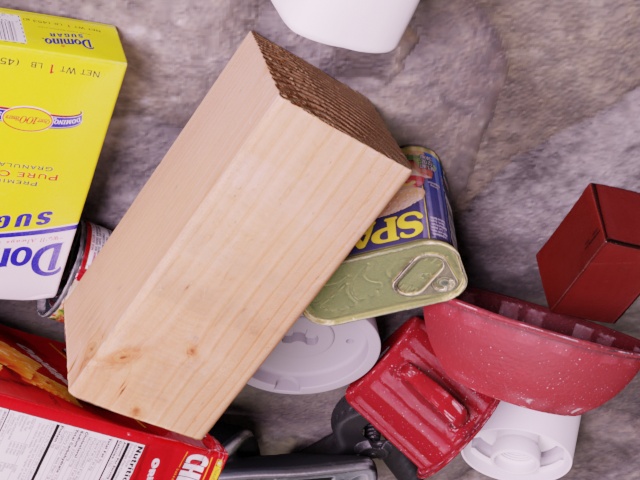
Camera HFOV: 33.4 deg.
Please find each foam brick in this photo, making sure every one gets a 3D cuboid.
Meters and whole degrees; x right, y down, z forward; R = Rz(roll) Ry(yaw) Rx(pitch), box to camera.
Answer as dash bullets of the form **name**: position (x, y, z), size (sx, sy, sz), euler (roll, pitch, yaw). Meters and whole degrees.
- **foam brick**: position (0.186, 0.010, 0.702), size (0.051, 0.053, 0.078), euler (11, 138, -15)

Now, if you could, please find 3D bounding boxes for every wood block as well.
- **wood block**: position (-0.053, 0.001, 0.602), size (0.090, 0.091, 0.206), euler (26, 112, -29)

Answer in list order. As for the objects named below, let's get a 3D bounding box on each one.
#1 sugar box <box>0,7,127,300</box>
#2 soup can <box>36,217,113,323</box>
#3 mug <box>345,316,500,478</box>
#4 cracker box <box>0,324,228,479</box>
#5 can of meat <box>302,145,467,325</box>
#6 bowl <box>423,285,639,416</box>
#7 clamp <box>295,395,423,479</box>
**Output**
- **sugar box**: position (-0.176, -0.042, 0.595), size (0.093, 0.048, 0.176), euler (4, 128, -27)
- **soup can**: position (-0.125, 0.033, 0.702), size (0.102, 0.068, 0.069), euler (22, 134, -27)
- **mug**: position (0.073, 0.109, 0.759), size (0.081, 0.117, 0.093), euler (42, 86, 0)
- **cracker box**: position (-0.185, 0.098, 0.637), size (0.213, 0.164, 0.072), euler (25, 90, -41)
- **can of meat**: position (0.033, -0.004, 0.654), size (0.102, 0.084, 0.057), euler (-13, 138, 13)
- **bowl**: position (0.132, 0.073, 0.694), size (0.162, 0.162, 0.055), euler (14, 94, -18)
- **clamp**: position (0.033, 0.164, 0.887), size (0.120, 0.039, 0.171), euler (-2, 140, -4)
